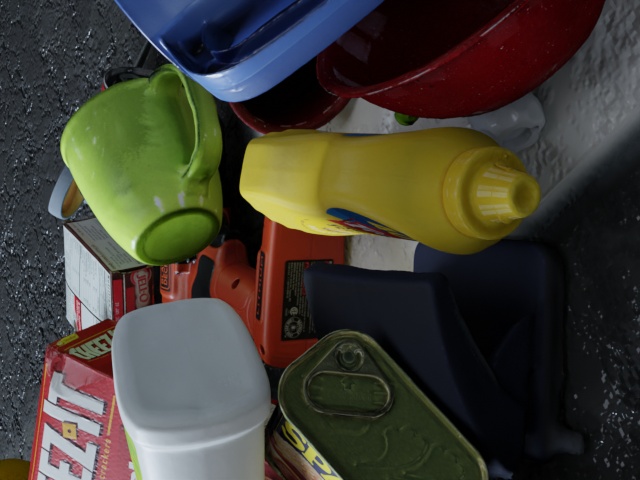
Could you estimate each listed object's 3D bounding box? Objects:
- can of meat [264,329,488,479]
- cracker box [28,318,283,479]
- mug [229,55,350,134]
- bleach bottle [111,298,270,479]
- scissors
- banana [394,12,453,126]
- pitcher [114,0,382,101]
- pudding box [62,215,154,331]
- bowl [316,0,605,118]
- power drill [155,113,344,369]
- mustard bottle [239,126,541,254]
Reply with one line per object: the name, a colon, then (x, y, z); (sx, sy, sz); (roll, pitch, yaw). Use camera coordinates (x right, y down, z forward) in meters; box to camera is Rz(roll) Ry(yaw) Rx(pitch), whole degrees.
can of meat: (0.020, 0.103, 0.508); (0.102, 0.057, 0.084); (47, 155, 12)
cracker box: (-0.089, 0.169, 0.686); (0.214, 0.072, 0.164); (22, 111, 25)
mug: (-0.035, -0.130, 0.652); (0.082, 0.093, 0.117); (47, 165, 52)
bleach bottle: (-0.059, 0.159, 0.552); (0.103, 0.068, 0.251); (-119, 24, -58)
scissors: (-0.169, -0.105, 0.917); (0.016, 0.096, 0.202); (31, 90, 11)
banana: (0.023, -0.139, 0.587); (0.198, 0.069, 0.037); (55, 127, 28)
pitcher: (0.012, -0.178, 0.489); (0.243, 0.145, 0.149); (-32, 93, 19)
pudding box: (-0.164, 0.041, 0.826); (0.114, 0.039, 0.090); (34, 127, 50)
bowl: (0.076, -0.108, 0.489); (0.162, 0.055, 0.162); (-34, 29, 21)
power drill: (-0.055, 0.001, 0.724); (0.188, 0.057, 0.184); (14, 106, 58)
mustard bottle: (0.040, -0.026, 0.530); (0.192, 0.096, 0.058); (8, 86, 61)
